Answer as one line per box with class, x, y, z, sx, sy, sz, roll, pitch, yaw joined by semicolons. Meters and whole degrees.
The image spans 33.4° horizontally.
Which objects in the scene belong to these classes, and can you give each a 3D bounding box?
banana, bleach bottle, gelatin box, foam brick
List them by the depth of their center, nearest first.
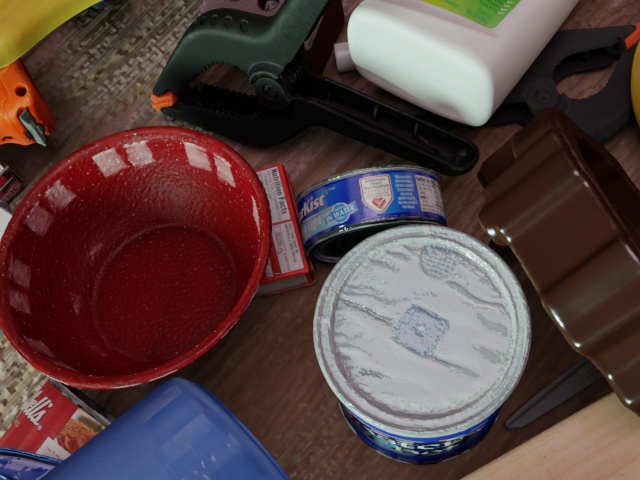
banana;-0.130;-0.152;0.630;0.197;0.037;0.070;-26;49;-20
gelatin box;-0.054;0.001;0.655;0.089;0.030;0.073;-15;71;1
bleach bottle;0.126;-0.188;0.667;0.103;0.068;0.250;28;66;20
foam brick;-0.030;-0.142;0.685;0.078;0.051;0.053;18;75;10

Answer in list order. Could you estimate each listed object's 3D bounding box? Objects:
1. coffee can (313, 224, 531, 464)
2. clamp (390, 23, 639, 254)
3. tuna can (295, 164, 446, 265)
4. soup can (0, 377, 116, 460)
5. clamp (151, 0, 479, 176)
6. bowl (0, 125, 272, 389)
coffee can;0.053;0.061;0.567;0.103;0.140;0.103;-2;73;5
clamp;0.137;-0.069;0.653;0.171;0.039;0.120;-28;73;-1
tuna can;0.030;-0.013;0.622;0.086;0.086;0.034;-10;74;2
soup can;-0.157;0.136;0.602;0.068;0.068;0.102;35;79;14
clamp;-0.014;-0.092;0.637;0.210;0.164;0.036;-9;36;41
bowl;-0.098;0.016;0.600;0.162;0.055;0.162;-7;60;12
